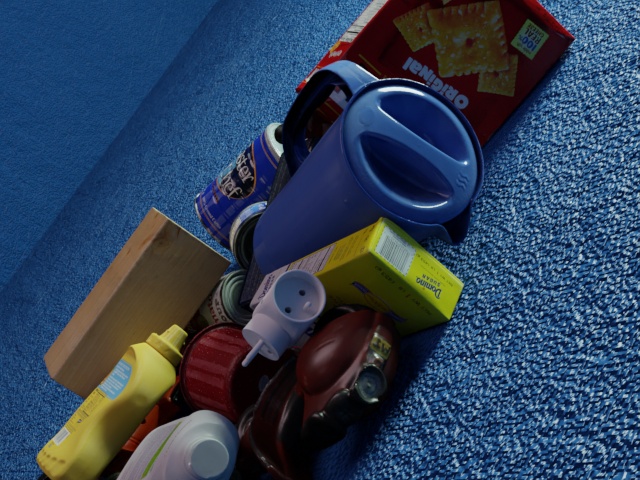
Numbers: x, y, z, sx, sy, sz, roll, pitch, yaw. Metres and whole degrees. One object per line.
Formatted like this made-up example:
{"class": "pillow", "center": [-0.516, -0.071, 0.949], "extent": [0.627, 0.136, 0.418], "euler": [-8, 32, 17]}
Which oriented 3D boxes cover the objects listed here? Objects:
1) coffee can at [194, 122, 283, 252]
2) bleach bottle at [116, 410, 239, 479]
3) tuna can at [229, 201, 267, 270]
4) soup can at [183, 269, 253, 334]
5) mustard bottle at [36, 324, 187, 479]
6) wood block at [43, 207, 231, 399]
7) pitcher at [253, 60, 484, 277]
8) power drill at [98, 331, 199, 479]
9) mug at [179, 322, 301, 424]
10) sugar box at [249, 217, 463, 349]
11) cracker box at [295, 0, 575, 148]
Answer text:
{"class": "coffee can", "center": [-0.074, -0.063, 1.332], "extent": [0.140, 0.102, 0.102], "euler": [-41, 20, 24]}
{"class": "bleach bottle", "center": [-0.119, 0.195, 0.885], "extent": [0.102, 0.068, 0.251], "euler": [-60, 7, -20]}
{"class": "tuna can", "center": [-0.058, 0.001, 1.195], "extent": [0.086, 0.086, 0.034], "euler": [-48, 20, 6]}
{"class": "soup can", "center": [-0.107, 0.076, 1.189], "extent": [0.102, 0.068, 0.068], "euler": [-26, 30, 51]}
{"class": "mustard bottle", "center": [-0.202, 0.164, 1.075], "extent": [0.191, 0.058, 0.096], "euler": [-51, 17, -12]}
{"class": "wood block", "center": [-0.201, 0.077, 1.162], "extent": [0.206, 0.090, 0.090], "euler": [-55, 21, -3]}
{"class": "pitcher", "center": [0.024, -0.041, 0.961], "extent": [0.243, 0.144, 0.149], "euler": [139, 142, -57]}
{"class": "power drill", "center": [-0.155, 0.179, 1.122], "extent": [0.185, 0.057, 0.187], "euler": [-20, 32, 57]}
{"class": "mug", "center": [-0.059, 0.122, 0.973], "extent": [0.117, 0.093, 0.082], "euler": [-14, 11, -32]}
{"class": "sugar box", "center": [0.026, 0.048, 0.900], "extent": [0.177, 0.093, 0.048], "euler": [-29, 26, 48]}
{"class": "cracker box", "center": [0.109, -0.167, 1.017], "extent": [0.214, 0.164, 0.072], "euler": [-49, 16, 1]}
